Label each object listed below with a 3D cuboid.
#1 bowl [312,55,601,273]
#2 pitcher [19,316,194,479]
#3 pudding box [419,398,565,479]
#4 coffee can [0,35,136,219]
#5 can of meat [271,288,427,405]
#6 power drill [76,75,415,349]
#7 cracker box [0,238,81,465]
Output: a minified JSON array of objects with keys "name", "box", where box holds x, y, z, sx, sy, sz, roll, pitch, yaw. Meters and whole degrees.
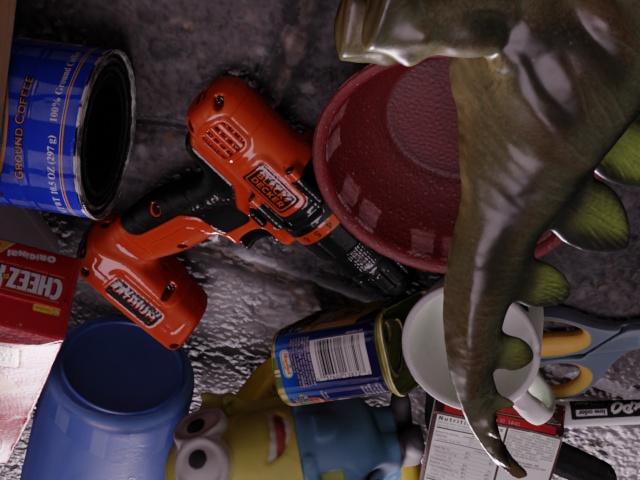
[{"name":"bowl","box":[0.079,-0.056,0.616,0.162,0.055,0.162,7,132,8]},{"name":"pitcher","box":[-0.163,0.176,0.847,0.145,0.149,0.243,28,130,9]},{"name":"pudding box","box":[0.118,0.157,0.759,0.090,0.039,0.113,12,124,8]},{"name":"coffee can","box":[-0.193,-0.072,0.637,0.140,0.102,0.103,9,132,6]},{"name":"can of meat","box":[0.025,0.072,0.715,0.084,0.102,0.057,-11,93,26]},{"name":"power drill","box":[-0.055,0.001,0.701,0.188,0.057,0.184,-33,113,32]},{"name":"cracker box","box":[-0.269,0.072,0.723,0.164,0.072,0.214,16,141,-17]}]
